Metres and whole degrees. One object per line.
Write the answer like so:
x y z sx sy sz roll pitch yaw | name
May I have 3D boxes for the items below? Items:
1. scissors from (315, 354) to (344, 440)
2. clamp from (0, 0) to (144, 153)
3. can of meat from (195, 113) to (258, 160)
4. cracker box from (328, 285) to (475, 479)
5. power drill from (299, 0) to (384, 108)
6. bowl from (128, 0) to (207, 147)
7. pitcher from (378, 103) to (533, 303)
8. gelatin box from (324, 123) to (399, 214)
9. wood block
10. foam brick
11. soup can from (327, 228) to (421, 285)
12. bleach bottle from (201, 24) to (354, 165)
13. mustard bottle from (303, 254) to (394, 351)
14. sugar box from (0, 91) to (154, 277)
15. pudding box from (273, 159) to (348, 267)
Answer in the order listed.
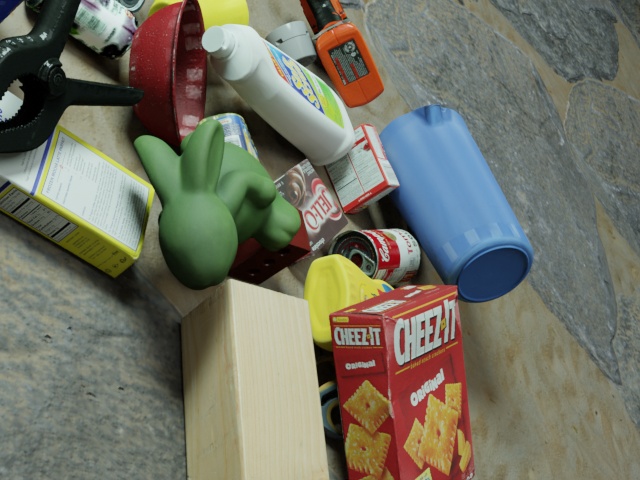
-0.019 0.181 1.045 0.096 0.016 0.201 60 37 -6 | scissors
-0.227 -0.146 0.872 0.209 0.036 0.164 -46 139 -43 | clamp
-0.089 -0.070 1.095 0.102 0.057 0.084 71 3 -61 | can of meat
0.089 0.163 1.084 0.163 0.072 0.214 -15 100 -56 | cracker box
0.028 -0.240 1.358 0.184 0.057 0.188 58 6 -31 | power drill
-0.155 -0.167 1.073 0.162 0.055 0.162 3 89 -86 | bowl
0.161 -0.035 1.303 0.149 0.145 0.243 33 24 -43 | pitcher
0.047 -0.088 1.307 0.030 0.073 0.089 2 61 -54 | gelatin box
-0.060 0.151 0.935 0.090 0.090 0.206 18 49 -34 | wood block
-0.057 0.001 1.086 0.052 0.078 0.051 20 47 -45 | foam brick
0.065 0.021 1.244 0.102 0.069 0.068 -3 66 -55 | soup can
-0.051 -0.169 1.197 0.250 0.068 0.102 28 38 -59 | bleach bottle
0.054 0.087 1.155 0.191 0.058 0.096 31 50 -53 | mustard bottle
-0.230 -0.050 0.927 0.176 0.048 0.093 33 40 -28 | sugar box
-0.023 -0.032 1.196 0.090 0.039 0.113 55 32 -5 | pudding box
